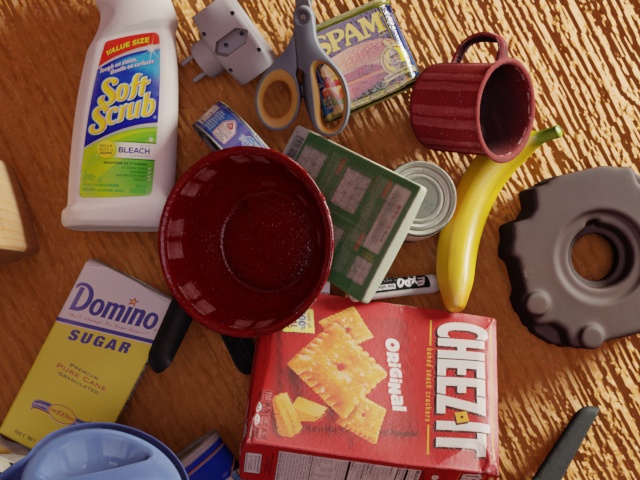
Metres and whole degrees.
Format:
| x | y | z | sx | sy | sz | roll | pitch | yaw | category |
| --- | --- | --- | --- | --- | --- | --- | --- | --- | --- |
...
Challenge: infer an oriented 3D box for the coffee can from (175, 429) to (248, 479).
| x | y | z | sx | sy | sz | roll | pitch | yaw | category |
| --- | --- | --- | --- | --- | --- | --- | --- | --- | --- |
| -0.093 | 0.254 | 0.944 | 0.103 | 0.103 | 0.140 | -36 | 90 | -3 | coffee can |

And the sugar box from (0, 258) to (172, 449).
| x | y | z | sx | sy | sz | roll | pitch | yaw | category |
| --- | --- | --- | --- | --- | --- | --- | --- | --- | --- |
| -0.209 | 0.114 | 0.974 | 0.093 | 0.048 | 0.176 | 26 | 88 | -1 | sugar box |

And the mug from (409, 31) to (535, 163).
| x | y | z | sx | sy | sz | roll | pitch | yaw | category |
| --- | --- | --- | --- | --- | --- | --- | --- | --- | --- |
| 0.136 | -0.131 | 0.963 | 0.082 | 0.093 | 0.117 | 10 | 91 | 43 | mug |

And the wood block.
| x | y | z | sx | sy | sz | roll | pitch | yaw | category |
| --- | --- | --- | --- | --- | --- | --- | --- | --- | --- |
| -0.312 | -0.021 | 0.896 | 0.091 | 0.206 | 0.090 | -18 | 89 | -4 | wood block |

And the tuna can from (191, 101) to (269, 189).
| x | y | z | sx | sy | sz | roll | pitch | yaw | category |
| --- | --- | --- | --- | --- | --- | --- | --- | --- | --- |
| -0.075 | -0.085 | 0.967 | 0.033 | 0.086 | 0.086 | -44 | 90 | -5 | tuna can |

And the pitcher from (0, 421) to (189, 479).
| x | y | z | sx | sy | sz | roll | pitch | yaw | category |
| --- | --- | --- | --- | --- | --- | --- | --- | --- | --- |
| -0.181 | 0.280 | 0.873 | 0.149 | 0.144 | 0.243 | 36 | 127 | 26 | pitcher |

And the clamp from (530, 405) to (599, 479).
| x | y | z | sx | sy | sz | roll | pitch | yaw | category |
| --- | --- | --- | --- | --- | --- | --- | --- | --- | --- |
| 0.201 | 0.261 | 0.955 | 0.210 | 0.036 | 0.165 | -25 | 66 | -10 | clamp |

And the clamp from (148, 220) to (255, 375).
| x | y | z | sx | sy | sz | roll | pitch | yaw | category |
| --- | --- | --- | --- | --- | --- | --- | --- | --- | --- |
| -0.112 | 0.042 | 0.959 | 0.039 | 0.120 | 0.171 | -14 | 83 | 35 | clamp |

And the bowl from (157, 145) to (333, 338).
| x | y | z | sx | sy | sz | roll | pitch | yaw | category |
| --- | --- | --- | --- | --- | --- | --- | --- | --- | --- |
| -0.056 | 0.001 | 0.913 | 0.162 | 0.055 | 0.162 | 0 | 90 | 21 | bowl |

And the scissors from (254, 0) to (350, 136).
| x | y | z | sx | sy | sz | roll | pitch | yaw | category |
| --- | --- | --- | --- | --- | --- | --- | --- | --- | --- |
| -0.030 | -0.186 | 0.953 | 0.096 | 0.016 | 0.202 | -16 | 95 | 15 | scissors |

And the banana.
| x | y | z | sx | sy | sz | roll | pitch | yaw | category |
| --- | --- | --- | --- | --- | --- | --- | --- | --- | --- |
| 0.148 | -0.029 | 0.983 | 0.037 | 0.070 | 0.198 | 33 | 83 | -32 | banana |

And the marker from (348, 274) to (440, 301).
| x | y | z | sx | sy | sz | roll | pitch | yaw | category |
| --- | --- | --- | --- | --- | --- | --- | --- | --- | --- |
| 0.080 | 0.042 | 0.975 | 0.120 | 0.020 | 0.020 | -4 | 87 | -31 | marker |

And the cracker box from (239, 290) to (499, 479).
| x | y | z | sx | sy | sz | roll | pitch | yaw | category |
| --- | --- | --- | --- | --- | --- | --- | --- | --- | --- |
| 0.045 | 0.134 | 0.931 | 0.213 | 0.072 | 0.164 | 7 | 50 | -1 | cracker box |

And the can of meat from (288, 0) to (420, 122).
| x | y | z | sx | sy | sz | roll | pitch | yaw | category |
| --- | --- | --- | --- | --- | --- | --- | --- | --- | --- |
| 0.033 | -0.166 | 0.989 | 0.102 | 0.057 | 0.084 | -24 | 91 | -3 | can of meat |

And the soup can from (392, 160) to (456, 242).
| x | y | z | sx | sy | sz | roll | pitch | yaw | category |
| --- | --- | --- | --- | --- | --- | --- | --- | --- | --- |
| 0.082 | -0.034 | 0.962 | 0.068 | 0.102 | 0.068 | 0 | 87 | -2 | soup can |

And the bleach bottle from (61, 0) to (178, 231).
| x | y | z | sx | sy | sz | roll | pitch | yaw | category |
| --- | --- | --- | --- | --- | --- | --- | --- | --- | --- |
| -0.182 | -0.135 | 0.978 | 0.102 | 0.068 | 0.251 | 0 | 85 | -2 | bleach bottle |
